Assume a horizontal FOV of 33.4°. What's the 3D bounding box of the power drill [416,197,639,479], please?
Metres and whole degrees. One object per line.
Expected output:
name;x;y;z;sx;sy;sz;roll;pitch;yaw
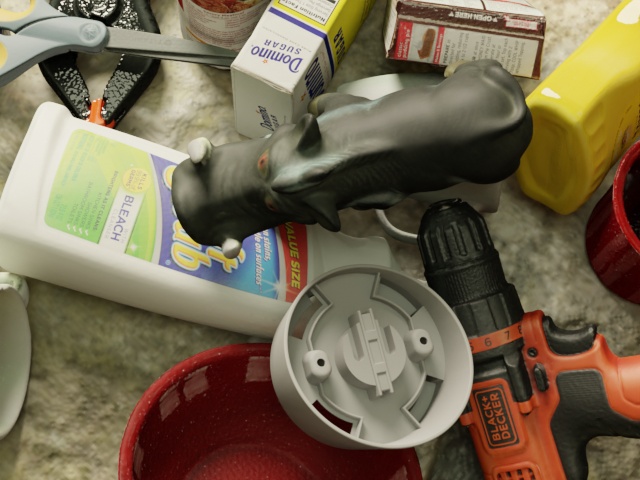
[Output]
power drill;0.154;0.049;0.566;0.188;0.057;0.184;-16;95;25

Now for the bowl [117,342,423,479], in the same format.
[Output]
bowl;-0.029;0.135;0.567;0.162;0.055;0.162;9;49;-11

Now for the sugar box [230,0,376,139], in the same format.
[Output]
sugar box;0.005;-0.147;0.658;0.048;0.093;0.176;25;73;5

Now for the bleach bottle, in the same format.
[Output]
bleach bottle;-0.054;0.001;0.624;0.251;0.068;0.102;15;64;-2

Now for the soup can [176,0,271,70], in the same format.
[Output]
soup can;-0.056;-0.156;0.652;0.068;0.102;0.068;1;72;-3

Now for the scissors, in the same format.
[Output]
scissors;-0.152;-0.109;0.641;0.202;0.016;0.096;23;74;5

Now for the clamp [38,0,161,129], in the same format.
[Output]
clamp;-0.131;-0.150;0.681;0.120;0.039;0.171;-10;79;-1

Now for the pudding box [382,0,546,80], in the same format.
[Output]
pudding box;0.085;-0.130;0.649;0.090;0.113;0.039;7;107;0
